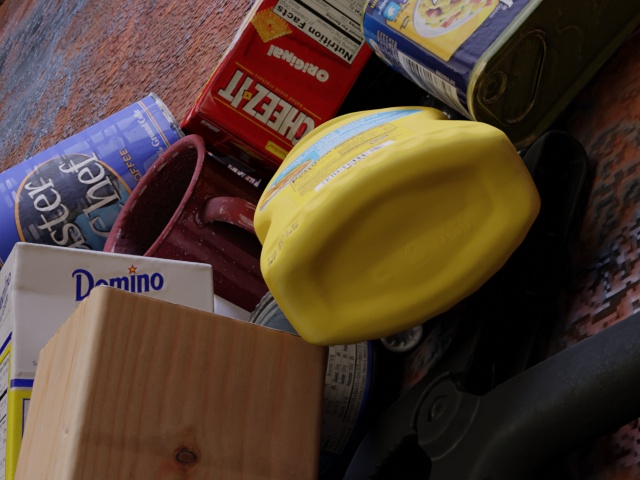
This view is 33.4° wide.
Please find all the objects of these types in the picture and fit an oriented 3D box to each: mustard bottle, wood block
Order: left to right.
[{"bbox_3d":[-0.061,0.133,0.359,0.090,0.090,0.206,-39,40,55],"label":"wood block"},{"bbox_3d":[0.019,-0.018,0.443,0.096,0.058,0.191,-33,13,1],"label":"mustard bottle"}]

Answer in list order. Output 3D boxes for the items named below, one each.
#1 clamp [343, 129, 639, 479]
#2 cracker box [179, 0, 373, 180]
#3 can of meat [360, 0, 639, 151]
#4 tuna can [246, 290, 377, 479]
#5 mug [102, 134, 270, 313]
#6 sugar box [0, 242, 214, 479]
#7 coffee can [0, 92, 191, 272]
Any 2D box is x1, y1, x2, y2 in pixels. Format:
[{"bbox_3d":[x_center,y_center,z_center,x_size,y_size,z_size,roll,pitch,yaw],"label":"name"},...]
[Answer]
[{"bbox_3d":[0.057,0.062,0.349,0.210,0.036,0.165,-57,17,3],"label":"clamp"},{"bbox_3d":[0.006,-0.139,0.616,0.213,0.072,0.164,-59,10,-3],"label":"cracker box"},{"bbox_3d":[0.077,-0.101,0.451,0.102,0.057,0.084,-49,49,2],"label":"can of meat"},{"bbox_3d":[-0.011,0.063,0.458,0.086,0.033,0.086,-47,33,43],"label":"tuna can"},{"bbox_3d":[-0.054,0.001,0.573,0.117,0.081,0.093,-15,47,55],"label":"mug"},{"bbox_3d":[-0.090,0.092,0.451,0.048,0.093,0.176,-45,44,51],"label":"sugar box"},{"bbox_3d":[-0.140,-0.014,0.658,0.140,0.103,0.103,-30,23,-9],"label":"coffee can"}]
